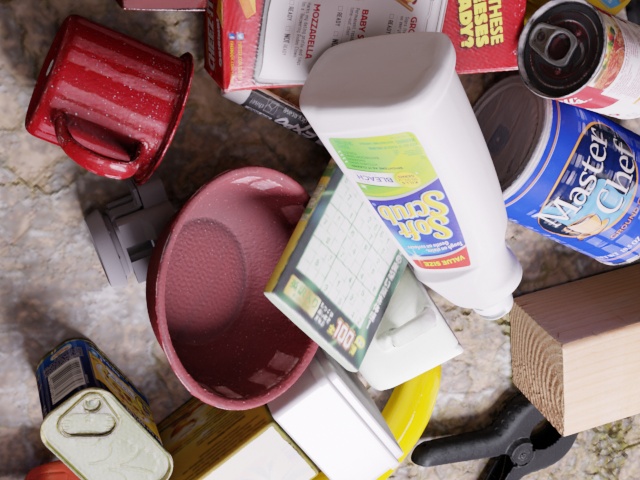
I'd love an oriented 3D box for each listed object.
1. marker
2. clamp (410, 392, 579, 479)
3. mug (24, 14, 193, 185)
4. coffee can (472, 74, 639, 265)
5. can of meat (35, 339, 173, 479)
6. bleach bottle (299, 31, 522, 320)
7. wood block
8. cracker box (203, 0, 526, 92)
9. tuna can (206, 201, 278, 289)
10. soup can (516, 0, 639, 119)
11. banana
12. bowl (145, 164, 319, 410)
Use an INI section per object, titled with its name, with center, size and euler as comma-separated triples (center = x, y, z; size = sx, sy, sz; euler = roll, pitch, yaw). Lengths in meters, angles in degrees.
[marker]
center = -0.016, -0.086, 0.766
size = 0.121, 0.020, 0.020
euler = 25, 103, -27
[clamp]
center = 0.161, 0.178, 0.937
size = 0.171, 0.039, 0.120
euler = -44, 124, -4
[mug]
center = -0.137, -0.084, 0.673
size = 0.081, 0.117, 0.093
euler = 21, 132, -22
[coffee can]
center = 0.185, -0.051, 0.805
size = 0.140, 0.103, 0.103
euler = 21, 104, -27
[can of meat]
center = -0.160, 0.129, 0.774
size = 0.057, 0.084, 0.102
euler = -37, 120, -1
[bleach bottle]
center = 0.084, -0.027, 0.725
size = 0.250, 0.103, 0.068
euler = 54, 50, -41
[wood block]
center = 0.274, 0.079, 0.903
size = 0.206, 0.091, 0.090
euler = -14, 117, -13
[cracker box]
center = 0.029, -0.192, 0.705
size = 0.213, 0.072, 0.164
euler = -8, 116, -17
[tuna can]
center = -0.055, 0.001, 0.783
size = 0.086, 0.034, 0.086
euler = -8, 115, -16
[soup can]
center = 0.192, -0.124, 0.738
size = 0.102, 0.069, 0.068
euler = 5, 113, -45
[banana]
center = 0.041, 0.169, 0.891
size = 0.198, 0.037, 0.069
euler = -44, 121, 3
[bowl]
center = -0.063, 0.029, 0.717
size = 0.161, 0.055, 0.162
euler = -6, 99, -47
